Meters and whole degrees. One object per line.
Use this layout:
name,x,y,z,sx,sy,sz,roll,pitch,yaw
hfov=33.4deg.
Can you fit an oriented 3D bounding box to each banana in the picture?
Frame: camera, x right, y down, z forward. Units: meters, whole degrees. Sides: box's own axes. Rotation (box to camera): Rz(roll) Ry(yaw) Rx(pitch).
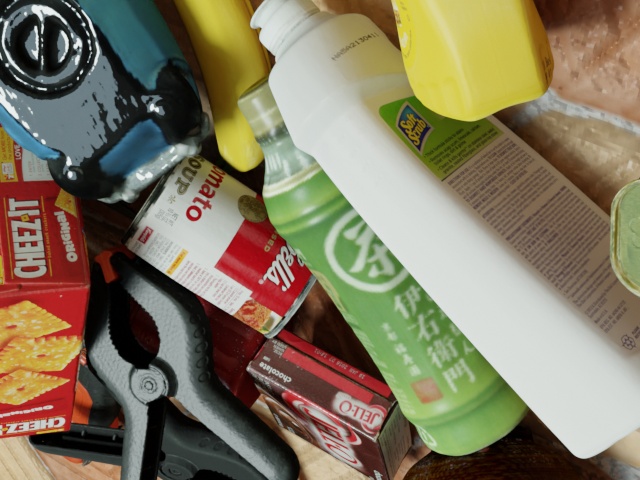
banana,-0.061,-0.110,0.565,0.070,0.037,0.198,10,129,35

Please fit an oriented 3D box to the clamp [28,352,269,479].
clamp,-0.102,0.147,0.773,0.210,0.036,0.165,24,141,-7

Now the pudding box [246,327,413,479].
pudding box,0.009,0.105,0.661,0.090,0.039,0.113,28,162,21

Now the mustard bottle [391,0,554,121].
mustard bottle,0.037,-0.147,0.409,0.058,0.096,0.191,-19,115,4

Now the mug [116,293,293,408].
mug,-0.069,0.065,0.694,0.081,0.093,0.117,27,169,14

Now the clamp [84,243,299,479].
clamp,-0.098,0.089,0.629,0.120,0.039,0.171,-30,86,15

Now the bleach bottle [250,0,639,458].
bleach bottle,0.066,-0.024,0.497,0.251,0.102,0.068,47,133,7

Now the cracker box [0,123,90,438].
cracker box,-0.190,0.009,0.652,0.214,0.072,0.164,118,143,-56

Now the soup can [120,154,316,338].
soup can,-0.054,0.001,0.612,0.102,0.068,0.069,33,142,-9
